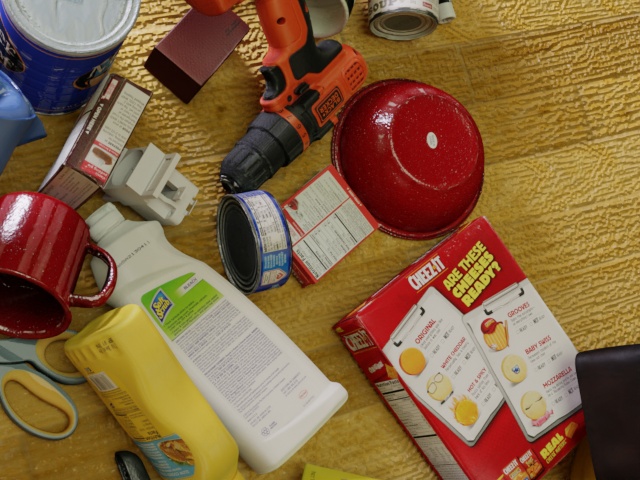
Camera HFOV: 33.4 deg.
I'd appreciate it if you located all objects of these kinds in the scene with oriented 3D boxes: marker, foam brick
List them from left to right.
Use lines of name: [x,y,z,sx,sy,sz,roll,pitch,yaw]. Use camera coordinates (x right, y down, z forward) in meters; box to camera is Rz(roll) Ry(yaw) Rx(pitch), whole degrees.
foam brick: [-0.108,-0.169,0.935,0.053,0.051,0.078,41,66,-9]
marker: [0.110,-0.276,1.065,0.020,0.020,0.121,-12,82,-24]

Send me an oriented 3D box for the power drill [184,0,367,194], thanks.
power drill: [-0.049,-0.155,0.907,0.184,0.057,0.187,-49,133,-27]

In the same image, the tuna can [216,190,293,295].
tuna can: [-0.056,0.001,0.896,0.033,0.086,0.086,-12,82,-26]

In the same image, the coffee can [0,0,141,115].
coffee can: [-0.207,-0.170,0.846,0.102,0.140,0.103,5,75,-21]

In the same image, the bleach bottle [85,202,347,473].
bleach bottle: [-0.096,0.068,0.878,0.102,0.068,0.251,-41,92,-26]

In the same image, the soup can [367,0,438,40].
soup can: [0.078,-0.251,1.019,0.068,0.069,0.102,5,76,-21]

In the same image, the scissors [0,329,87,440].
scissors: [-0.256,0.071,0.837,0.201,0.016,0.096,47,64,-6]

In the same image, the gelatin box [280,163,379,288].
gelatin box: [-0.003,-0.013,0.951,0.089,0.030,0.073,-41,95,-24]

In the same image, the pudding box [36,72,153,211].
pudding box: [-0.182,-0.075,0.849,0.039,0.114,0.090,29,69,-16]

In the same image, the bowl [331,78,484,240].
bowl: [0.094,-0.084,0.993,0.162,0.055,0.162,5,75,-20]

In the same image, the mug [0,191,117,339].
mug: [-0.213,0.019,0.816,0.117,0.093,0.081,10,53,0]

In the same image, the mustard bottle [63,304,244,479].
mustard bottle: [-0.116,0.141,0.828,0.058,0.096,0.191,-42,104,-36]

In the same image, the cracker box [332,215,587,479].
cracker box: [0.138,0.113,0.954,0.164,0.072,0.213,-36,91,-25]
